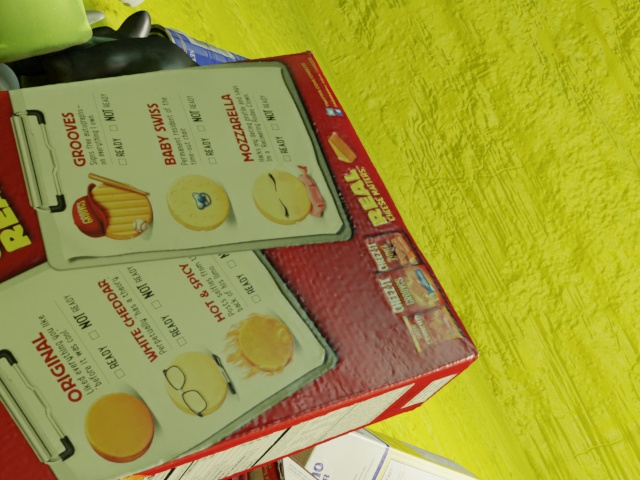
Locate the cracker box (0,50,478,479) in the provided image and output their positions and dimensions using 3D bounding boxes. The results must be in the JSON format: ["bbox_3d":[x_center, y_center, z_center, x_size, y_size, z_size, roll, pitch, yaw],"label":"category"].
[{"bbox_3d":[-0.068,0.017,0.428,0.164,0.213,0.072,63,-33,21],"label":"cracker box"}]

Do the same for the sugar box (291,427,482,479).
[{"bbox_3d":[0.028,0.176,0.721,0.176,0.093,0.048,29,-2,-39],"label":"sugar box"}]
